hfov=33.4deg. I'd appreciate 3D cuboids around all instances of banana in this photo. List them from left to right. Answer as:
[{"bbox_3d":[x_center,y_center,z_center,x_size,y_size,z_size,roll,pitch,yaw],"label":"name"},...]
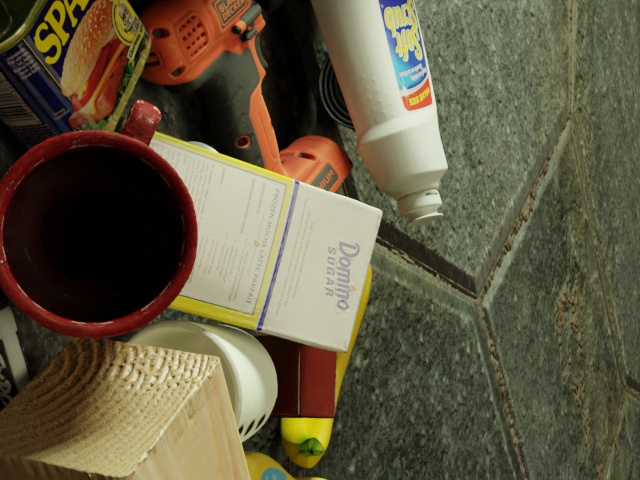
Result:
[{"bbox_3d":[0.005,0.098,0.790,0.037,0.070,0.197,34,39,-16],"label":"banana"}]

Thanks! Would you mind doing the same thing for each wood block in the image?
[{"bbox_3d":[-0.088,0.162,0.551,0.090,0.091,0.206,-52,140,-49],"label":"wood block"}]

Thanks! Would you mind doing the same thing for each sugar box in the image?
[{"bbox_3d":[-0.054,0.001,0.617,0.176,0.048,0.093,19,82,-32],"label":"sugar box"}]

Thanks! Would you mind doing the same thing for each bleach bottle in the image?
[{"bbox_3d":[0.046,-0.133,0.796,0.102,0.068,0.251,0,72,-60],"label":"bleach bottle"}]

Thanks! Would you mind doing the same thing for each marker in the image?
[{"bbox_3d":[-0.157,0.065,0.539,0.020,0.020,0.121,-35,117,-57],"label":"marker"}]

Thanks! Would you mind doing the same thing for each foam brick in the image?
[{"bbox_3d":[-0.034,0.090,0.703,0.051,0.078,0.053,19,70,-58],"label":"foam brick"}]

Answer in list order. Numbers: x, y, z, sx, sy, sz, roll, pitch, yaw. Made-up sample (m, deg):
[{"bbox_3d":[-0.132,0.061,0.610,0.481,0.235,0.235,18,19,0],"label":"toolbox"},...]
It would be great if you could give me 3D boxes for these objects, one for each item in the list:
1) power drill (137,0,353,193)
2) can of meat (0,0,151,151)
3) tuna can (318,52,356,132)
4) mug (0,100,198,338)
[{"bbox_3d":[-0.041,-0.109,0.726,0.184,0.057,0.187,-52,129,-40],"label":"power drill"},{"bbox_3d":[-0.139,-0.103,0.554,0.084,0.058,0.102,58,40,-46],"label":"can of meat"},{"bbox_3d":[0.044,-0.127,0.861,0.033,0.086,0.086,18,71,-61],"label":"tuna can"},{"bbox_3d":[-0.107,-0.013,0.513,0.093,0.082,0.117,22,83,-15],"label":"mug"}]
